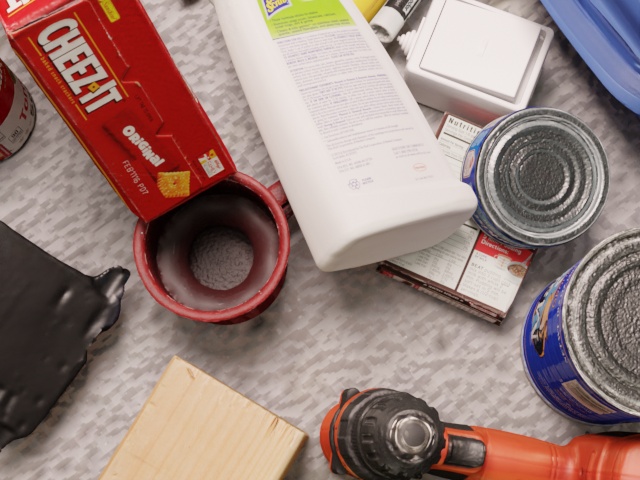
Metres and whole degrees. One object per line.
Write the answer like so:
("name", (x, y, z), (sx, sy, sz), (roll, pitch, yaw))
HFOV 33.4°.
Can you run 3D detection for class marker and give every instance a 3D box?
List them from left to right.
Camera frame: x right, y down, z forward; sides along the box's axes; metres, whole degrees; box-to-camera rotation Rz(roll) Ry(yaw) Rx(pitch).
("marker", (0.071, -0.182, 0.718), (0.020, 0.020, 0.121), (33, 70, 7))

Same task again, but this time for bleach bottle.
("bleach bottle", (-0.001, -0.110, 0.654), (0.102, 0.068, 0.251), (-13, 71, -28))

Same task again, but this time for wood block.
("wood block", (-0.098, 0.181, 0.631), (0.091, 0.090, 0.206), (31, 81, 6))

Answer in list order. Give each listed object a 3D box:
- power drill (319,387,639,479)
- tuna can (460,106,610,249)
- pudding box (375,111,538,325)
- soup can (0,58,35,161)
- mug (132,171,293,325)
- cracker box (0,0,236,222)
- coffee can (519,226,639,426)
("power drill", (0.098, 0.120, 0.599), (0.187, 0.184, 0.057), (12, 80, -6))
("tuna can", (0.130, -0.038, 0.646), (0.086, 0.034, 0.086), (0, 89, -7))
("pudding box", (0.098, -0.014, 0.688), (0.090, 0.039, 0.113), (24, 79, 5))
("soup can", (-0.228, -0.093, 0.681), (0.068, 0.102, 0.068), (0, 79, 2))
("mug", (-0.054, 0.001, 0.667), (0.117, 0.081, 0.093), (-43, 81, -6))
("cracker box", (-0.144, -0.136, 0.617), (0.072, 0.164, 0.214), (-31, 53, -3))
("coffee can", (0.178, 0.055, 0.619), (0.103, 0.140, 0.103), (0, 79, 2))
